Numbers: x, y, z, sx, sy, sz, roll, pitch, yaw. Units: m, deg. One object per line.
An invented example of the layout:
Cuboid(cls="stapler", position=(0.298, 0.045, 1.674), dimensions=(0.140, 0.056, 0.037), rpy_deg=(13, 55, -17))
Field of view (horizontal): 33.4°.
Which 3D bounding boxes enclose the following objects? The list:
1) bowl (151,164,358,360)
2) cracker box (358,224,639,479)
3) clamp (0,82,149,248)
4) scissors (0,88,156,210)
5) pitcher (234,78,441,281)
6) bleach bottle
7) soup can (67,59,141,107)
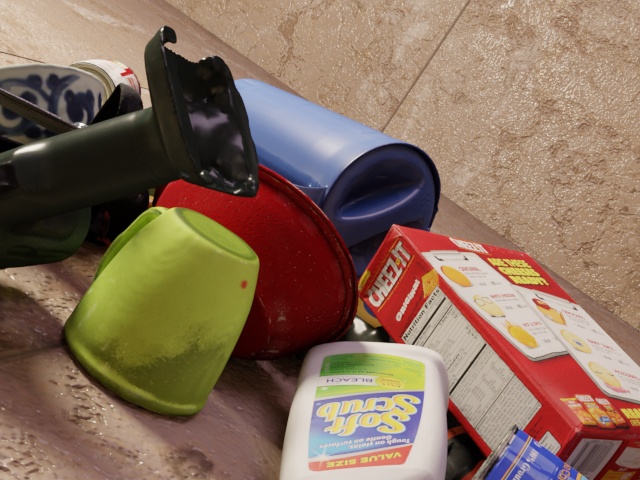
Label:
Cuboid(cls="bowl", position=(-0.058, 0.025, 0.696), dimensions=(0.162, 0.162, 0.055), rpy_deg=(35, 49, 6))
Cuboid(cls="cracker box", position=(0.145, 0.088, 0.761), dimensions=(0.163, 0.072, 0.214), rpy_deg=(11, 29, -42))
Cuboid(cls="clamp", position=(-0.178, -0.043, 0.690), dimensions=(0.164, 0.036, 0.210), rpy_deg=(2, -21, 4))
Cuboid(cls="scissors", position=(-0.158, -0.059, 0.723), dimensions=(0.201, 0.016, 0.096), rpy_deg=(20, -26, -19))
Cuboid(cls="pitcher", position=(-0.023, -0.065, 0.959), dimensions=(0.243, 0.145, 0.149), rpy_deg=(34, -24, 46))
Cuboid(cls="bleach bottle", position=(0.029, 0.126, 0.584), dimensions=(0.102, 0.068, 0.251), rpy_deg=(4, 13, 1))
Cuboid(cls="soup can", position=(-0.226, -0.149, 1.082), dimensions=(0.068, 0.068, 0.102), rpy_deg=(33, 11, -3))
